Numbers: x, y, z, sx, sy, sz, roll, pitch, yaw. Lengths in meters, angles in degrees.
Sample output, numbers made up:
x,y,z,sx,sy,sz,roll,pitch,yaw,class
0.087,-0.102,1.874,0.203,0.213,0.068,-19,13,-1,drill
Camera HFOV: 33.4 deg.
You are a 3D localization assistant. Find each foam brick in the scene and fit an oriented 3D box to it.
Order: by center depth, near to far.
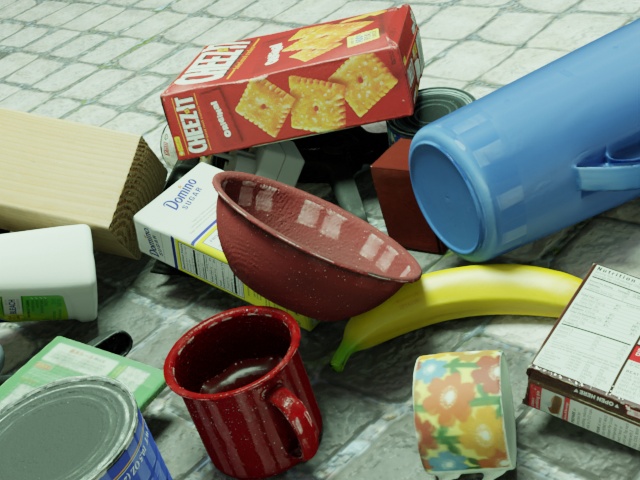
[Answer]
x,y,z,sx,sy,sz,roll,pitch,yaw,class
0.083,-0.038,0.869,0.051,0.078,0.052,8,37,37,foam brick

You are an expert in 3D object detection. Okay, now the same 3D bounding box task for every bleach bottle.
x,y,z,sx,sy,sz,roll,pitch,yaw,class
-0.311,0.038,0.865,0.250,0.103,0.068,-6,69,-13,bleach bottle

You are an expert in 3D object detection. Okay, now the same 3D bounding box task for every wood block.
x,y,z,sx,sy,sz,roll,pitch,yaw,class
-0.255,-0.056,0.953,0.206,0.090,0.091,12,74,12,wood block

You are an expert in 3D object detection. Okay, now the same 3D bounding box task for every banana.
x,y,z,sx,sy,sz,roll,pitch,yaw,class
0.101,0.049,0.766,0.198,0.037,0.069,-15,50,8,banana

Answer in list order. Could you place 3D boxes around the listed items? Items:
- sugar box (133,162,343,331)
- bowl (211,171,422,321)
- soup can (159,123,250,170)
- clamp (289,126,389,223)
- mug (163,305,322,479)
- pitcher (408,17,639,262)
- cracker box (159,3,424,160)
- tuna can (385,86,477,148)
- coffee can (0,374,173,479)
x,y,z,sx,sy,sz,roll,pitch,yaw,class
-0.056,0.001,0.872,0.176,0.048,0.093,22,46,29,sugar box
-0.012,0.011,0.751,0.162,0.055,0.162,24,14,-7,bowl
-0.106,-0.088,1.058,0.068,0.068,0.102,-34,34,-25,soup can
0.019,-0.073,0.998,0.210,0.036,0.164,14,43,37,clamp
-0.040,0.106,0.699,0.093,0.081,0.117,-35,34,-26,mug
0.197,-0.075,0.794,0.242,0.149,0.145,-25,74,-18,pitcher
-0.019,-0.149,0.969,0.214,0.072,0.164,-9,23,14,cracker box
0.101,-0.102,0.950,0.086,0.034,0.086,-8,37,6,tuna can
-0.126,0.162,0.599,0.103,0.140,0.103,-13,31,8,coffee can
